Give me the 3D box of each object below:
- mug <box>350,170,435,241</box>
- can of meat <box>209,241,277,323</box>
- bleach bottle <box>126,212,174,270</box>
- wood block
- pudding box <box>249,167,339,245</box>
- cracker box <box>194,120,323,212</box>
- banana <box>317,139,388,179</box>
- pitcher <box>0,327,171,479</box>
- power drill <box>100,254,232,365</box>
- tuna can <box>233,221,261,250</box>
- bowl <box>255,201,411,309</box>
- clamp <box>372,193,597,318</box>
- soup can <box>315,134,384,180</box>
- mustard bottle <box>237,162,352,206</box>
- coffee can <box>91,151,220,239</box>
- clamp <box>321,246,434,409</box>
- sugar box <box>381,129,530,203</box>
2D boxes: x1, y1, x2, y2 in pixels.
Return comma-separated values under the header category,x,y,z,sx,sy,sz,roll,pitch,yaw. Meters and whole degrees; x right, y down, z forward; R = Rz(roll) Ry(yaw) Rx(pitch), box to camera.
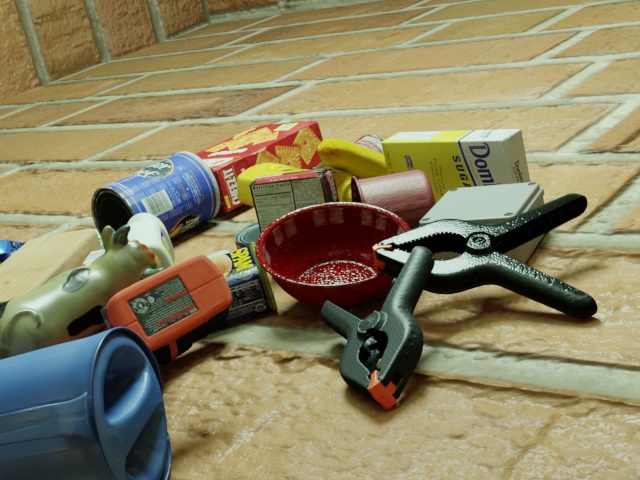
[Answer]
category,x,y,z,sx,sy,sz,roll,pitch,yaw
mug,0.082,-0.029,1.203,0.081,0.093,0.117,-10,-18,-5
can of meat,-0.097,0.049,1.131,0.084,0.057,0.102,-18,19,-5
bleach bottle,-0.200,0.017,1.223,0.068,0.102,0.251,-20,20,-4
wood block,-0.310,0.069,1.172,0.090,0.091,0.206,-9,19,13
pudding box,-0.023,-0.021,1.189,0.090,0.113,0.039,-4,16,24
cracker box,-0.121,-0.110,1.576,0.164,0.072,0.213,0,22,46
banana,0.052,-0.100,1.334,0.070,0.037,0.197,8,-3,44
pitcher,-0.249,0.152,0.818,0.243,0.149,0.145,-13,36,14
power drill,-0.142,0.076,0.964,0.184,0.057,0.188,-30,-9,-29
tuna can,-0.058,0.002,1.276,0.086,0.034,0.086,-12,18,4
bowl,0.016,0.023,1.093,0.162,0.055,0.162,-4,31,2
clamp,0.154,0.019,0.989,0.210,0.036,0.164,-6,37,6
soup can,0.046,-0.094,1.426,0.069,0.068,0.102,1,24,37
mustard bottle,-0.011,-0.061,1.335,0.096,0.058,0.192,-8,14,-43
coffee can,-0.219,-0.048,1.429,0.103,0.103,0.140,5,27,45
clamp,0.059,0.073,0.918,0.120,0.039,0.171,-42,27,15
sugar box,0.161,-0.082,1.269,0.177,0.093,0.048,4,26,44
